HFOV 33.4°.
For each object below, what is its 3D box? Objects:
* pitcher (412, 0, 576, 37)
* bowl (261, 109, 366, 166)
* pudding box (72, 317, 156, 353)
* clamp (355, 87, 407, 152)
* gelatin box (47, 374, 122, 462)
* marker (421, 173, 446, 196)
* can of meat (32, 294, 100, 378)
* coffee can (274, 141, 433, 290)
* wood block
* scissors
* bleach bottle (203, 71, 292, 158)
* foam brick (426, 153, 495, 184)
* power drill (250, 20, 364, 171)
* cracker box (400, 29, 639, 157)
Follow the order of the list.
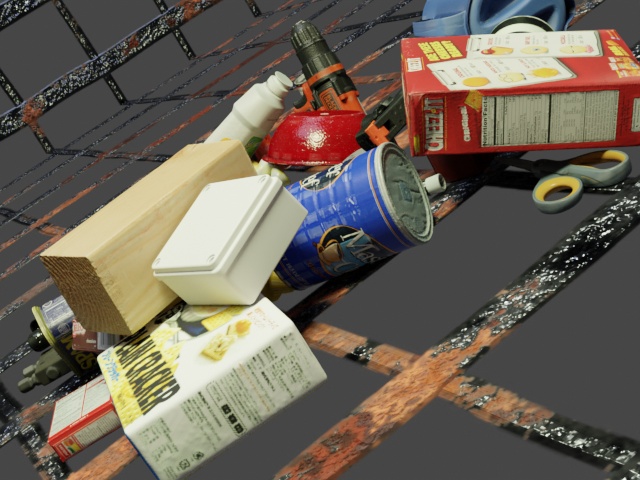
[{"bbox_3d":[0.207,-0.291,1.402,0.145,0.149,0.243,-56,16,2],"label":"pitcher"},{"bbox_3d":[0.008,-0.128,1.297,0.162,0.055,0.162,-2,11,0],"label":"bowl"},{"bbox_3d":[-0.191,0.096,1.093,0.089,0.039,0.114,2,-2,-36],"label":"pudding box"},{"bbox_3d":[0.085,-0.143,1.159,0.120,0.039,0.171,-47,8,18],"label":"clamp"},{"bbox_3d":[-0.223,0.168,1.037,0.073,0.030,0.089,-31,18,2],"label":"gelatin box"},{"bbox_3d":[0.077,-0.043,1.135,0.121,0.020,0.020,-20,21,30],"label":"marker"},{"bbox_3d":[-0.254,0.092,1.172,0.084,0.102,0.057,-30,53,-8],"label":"can of meat"},{"bbox_3d":[0.023,-0.022,1.030,0.140,0.103,0.102,-22,20,25],"label":"coffee can"},{"bbox_3d":[-0.154,-0.006,1.037,0.091,0.090,0.205,-1,33,47],"label":"wood block"},{"bbox_3d":[0.198,-0.056,0.986,0.096,0.016,0.202,-38,20,-24],"label":"scissors"},{"bbox_3d":[-0.120,-0.121,1.407,0.251,0.068,0.102,-48,-4,23],"label":"bleach bottle"},{"bbox_3d":[0.139,-0.108,1.114,0.051,0.078,0.052,-13,26,40],"label":"foam brick"},{"bbox_3d":[-0.038,-0.175,1.427,0.188,0.184,0.057,-29,-4,32],"label":"power drill"},{"bbox_3d":[0.186,-0.140,1.003,0.214,0.072,0.164,-3,27,4],"label":"cracker box"}]
